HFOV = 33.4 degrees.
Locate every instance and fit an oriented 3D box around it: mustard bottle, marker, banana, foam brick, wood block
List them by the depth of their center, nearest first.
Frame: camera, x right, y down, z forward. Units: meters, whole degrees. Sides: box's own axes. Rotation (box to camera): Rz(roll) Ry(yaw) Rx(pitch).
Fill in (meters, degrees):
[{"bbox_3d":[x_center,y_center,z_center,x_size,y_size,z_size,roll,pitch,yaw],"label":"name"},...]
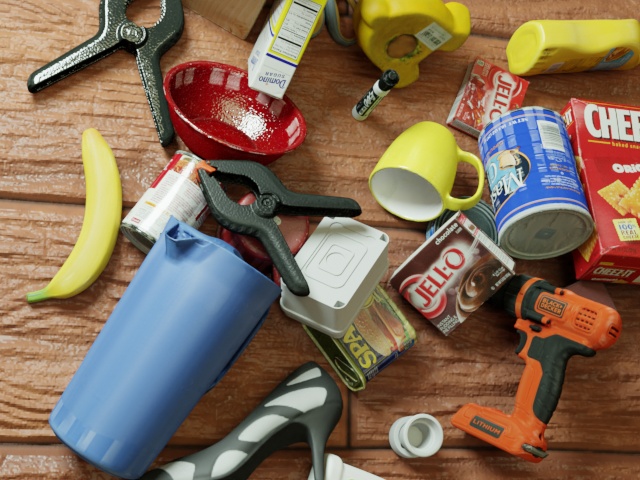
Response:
[{"bbox_3d":[-0.243,-0.021,1.114,0.069,0.037,0.197,19,73,-11],"label":"banana"},{"bbox_3d":[-0.079,-0.310,1.134,0.090,0.206,0.090,28,72,-7],"label":"wood block"},{"bbox_3d":[0.061,-0.161,1.182,0.020,0.121,0.020,3,77,-14],"label":"marker"},{"bbox_3d":[0.288,0.078,1.224,0.078,0.053,0.051,-23,84,-18],"label":"foam brick"},{"bbox_3d":[0.329,-0.234,1.283,0.191,0.096,0.058,-5,78,-16],"label":"mustard bottle"}]

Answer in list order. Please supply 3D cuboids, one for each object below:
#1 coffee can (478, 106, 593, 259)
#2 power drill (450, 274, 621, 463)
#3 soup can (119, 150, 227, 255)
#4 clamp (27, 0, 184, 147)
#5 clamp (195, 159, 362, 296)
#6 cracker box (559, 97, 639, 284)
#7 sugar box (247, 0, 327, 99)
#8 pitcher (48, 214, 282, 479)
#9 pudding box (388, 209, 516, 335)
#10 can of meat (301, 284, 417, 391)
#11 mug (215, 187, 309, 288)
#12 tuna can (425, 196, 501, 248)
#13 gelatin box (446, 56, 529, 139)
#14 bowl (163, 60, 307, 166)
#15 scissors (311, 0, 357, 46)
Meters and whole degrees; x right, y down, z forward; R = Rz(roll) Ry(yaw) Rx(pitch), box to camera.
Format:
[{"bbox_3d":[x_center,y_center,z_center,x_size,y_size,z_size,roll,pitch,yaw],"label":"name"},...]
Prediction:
[{"bbox_3d":[0.239,-0.064,1.195,0.102,0.103,0.140,3,56,-14],"label":"coffee can"},{"bbox_3d":[0.213,0.131,1.156,0.057,0.185,0.187,26,87,-42],"label":"power drill"},{"bbox_3d":[-0.155,-0.034,1.125,0.068,0.069,0.102,37,72,-4],"label":"soup can"},{"bbox_3d":[-0.199,-0.212,1.170,0.164,0.036,0.210,29,74,-7],"label":"clamp"},{"bbox_3d":[-0.045,-0.035,1.079,0.171,0.039,0.120,41,60,5],"label":"clamp"},{"bbox_3d":[0.367,-0.055,1.239,0.164,0.072,0.213,5,60,-14],"label":"cracker box"},{"bbox_3d":[-0.026,-0.249,1.147,0.048,0.093,0.176,18,116,-14],"label":"sugar box"},{"bbox_3d":[-0.150,0.110,1.053,0.149,0.145,0.243,35,86,-11],"label":"pitcher"},{"bbox_3d":[0.145,0.036,1.171,0.090,0.039,0.114,42,113,-3],"label":"pudding box"},{"bbox_3d":[0.043,0.097,1.153,0.083,0.057,0.102,-36,88,-21],"label":"can of meat"},{"bbox_3d":[-0.057,0.001,1.134,0.093,0.082,0.117,-6,79,-16],"label":"mug"},{"bbox_3d":[0.165,-0.005,1.220,0.086,0.034,0.086,3,77,-14],"label":"tuna can"},{"bbox_3d":[0.200,-0.164,1.268,0.073,0.030,0.089,25,73,-8],"label":"gelatin box"},{"bbox_3d":[-0.098,-0.124,1.144,0.162,0.055,0.162,18,36,-14],"label":"bowl"},{"bbox_3d":[-0.012,-0.318,1.255,0.096,0.016,0.202,-18,82,-18],"label":"scissors"}]
